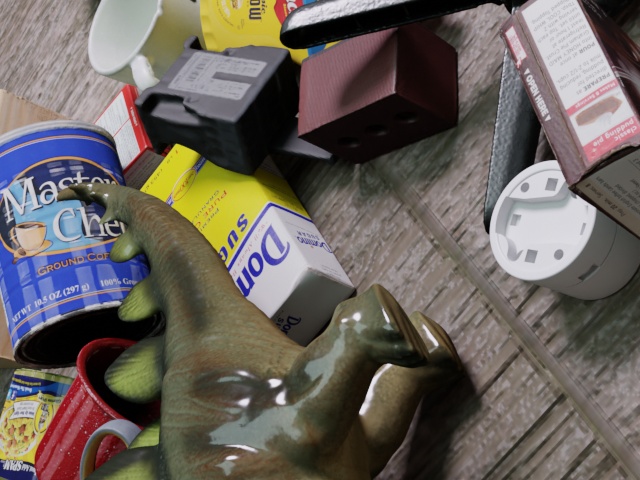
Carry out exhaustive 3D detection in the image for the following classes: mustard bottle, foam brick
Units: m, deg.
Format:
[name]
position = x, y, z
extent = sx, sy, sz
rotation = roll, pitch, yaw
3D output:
[mustard bottle]
position = 0.000, -0.151, 0.662
extent = 0.192, 0.058, 0.096
rotation = 12, 100, 48
[foam brick]
position = 0.032, -0.084, 0.605
extent = 0.078, 0.052, 0.051
rotation = -20, 60, 43

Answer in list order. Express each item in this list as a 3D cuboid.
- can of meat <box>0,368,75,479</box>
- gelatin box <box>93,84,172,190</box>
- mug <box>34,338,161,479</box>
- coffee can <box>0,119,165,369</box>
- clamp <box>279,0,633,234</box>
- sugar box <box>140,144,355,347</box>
[can of meat]
position = -0.187, 0.138, 0.746
extent = 0.102, 0.057, 0.084
rotation = -1, 71, 48
[gelatin box]
position = -0.155, -0.063, 0.819
extent = 0.089, 0.030, 0.073
rotation = -44, 47, 26
[mug]
position = -0.116, 0.128, 0.657
extent = 0.117, 0.093, 0.082
rotation = 40, 111, 19
[coffee can]
position = -0.173, 0.004, 0.730
extent = 0.103, 0.102, 0.140
rotation = -34, 65, 33
[clamp]
position = 0.089, -0.129, 0.534
extent = 0.165, 0.036, 0.210
rotation = 38, 92, 20
[sugar box]
position = -0.054, 0.001, 0.668
extent = 0.093, 0.048, 0.176
rotation = -51, 42, 18
